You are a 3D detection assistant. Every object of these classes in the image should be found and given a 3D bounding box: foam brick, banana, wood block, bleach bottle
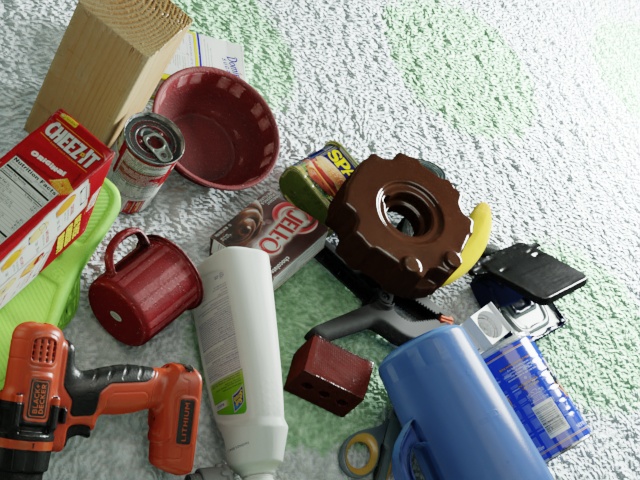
[{"bbox_3d":[0.009,0.147,1.158,0.078,0.053,0.051,27,48,-13],"label":"foam brick"},{"bbox_3d":[0.160,0.013,1.317,0.197,0.037,0.069,-27,92,-38],"label":"banana"},{"bbox_3d":[-0.228,-0.174,1.128,0.091,0.206,0.090,39,46,-3],"label":"wood block"},{"bbox_3d":[-0.082,0.138,1.088,0.067,0.103,0.251,9,61,-35],"label":"bleach bottle"}]

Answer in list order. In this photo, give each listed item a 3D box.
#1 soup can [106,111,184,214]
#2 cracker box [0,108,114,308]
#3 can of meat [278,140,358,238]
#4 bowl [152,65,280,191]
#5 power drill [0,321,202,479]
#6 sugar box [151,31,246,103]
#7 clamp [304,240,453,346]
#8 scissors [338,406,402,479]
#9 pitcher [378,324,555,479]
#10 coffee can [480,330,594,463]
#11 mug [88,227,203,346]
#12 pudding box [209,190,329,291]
[{"bbox_3d":[-0.197,-0.082,1.154,0.068,0.102,0.068,17,51,-22],"label":"soup can"},{"bbox_3d":[-0.285,0.003,0.917,0.072,0.164,0.213,41,58,0],"label":"cracker box"},{"bbox_3d":[0.009,-0.061,1.305,0.083,0.058,0.102,-33,80,-41],"label":"can of meat"},{"bbox_3d":[-0.130,-0.121,1.249,0.161,0.055,0.162,14,61,-26],"label":"bowl"},{"bbox_3d":[-0.205,0.174,0.974,0.187,0.057,0.184,11,83,-36],"label":"power drill"},{"bbox_3d":[-0.178,-0.214,1.301,0.176,0.048,0.093,13,53,-30],"label":"sugar box"},{"bbox_3d":[0.061,0.067,1.260,0.209,0.036,0.164,13,46,-29],"label":"clamp"},{"bbox_3d":[0.067,0.196,1.186,0.096,0.016,0.201,20,50,-20],"label":"scissors"},{"bbox_3d":[0.151,0.220,1.137,0.243,0.145,0.149,63,12,17],"label":"pitcher"},{"bbox_3d":[0.234,0.190,1.238,0.102,0.103,0.140,-18,70,-40],"label":"coffee can"},{"bbox_3d":[-0.182,0.043,1.074,0.081,0.093,0.117,-42,128,-39],"label":"mug"},{"bbox_3d":[-0.058,0.001,1.208,0.090,0.039,0.113,31,48,18],"label":"pudding box"}]
